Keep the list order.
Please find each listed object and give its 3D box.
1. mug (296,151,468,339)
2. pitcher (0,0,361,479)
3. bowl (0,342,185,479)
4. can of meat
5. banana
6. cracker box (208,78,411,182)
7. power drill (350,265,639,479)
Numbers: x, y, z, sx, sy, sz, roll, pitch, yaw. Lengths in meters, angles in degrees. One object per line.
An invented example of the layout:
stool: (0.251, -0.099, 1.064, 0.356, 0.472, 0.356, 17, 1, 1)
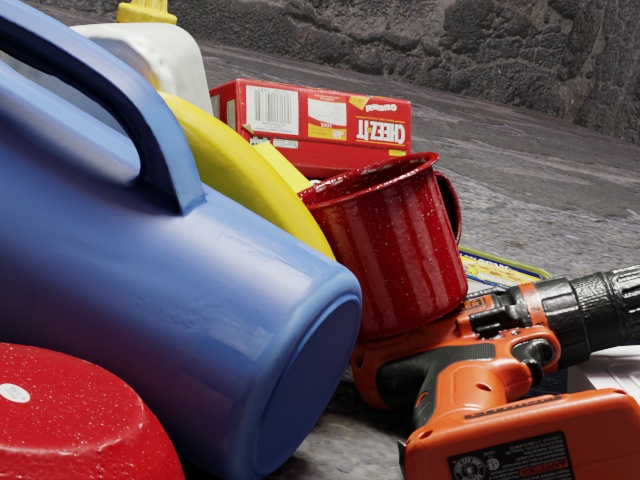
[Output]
mug: (0.041, 0.000, 0.605, 0.093, 0.081, 0.117, -9, 15, 45)
pitcher: (-0.104, 0.003, 0.500, 0.243, 0.145, 0.149, 27, -12, 18)
bowl: (-0.115, 0.080, 0.392, 0.162, 0.055, 0.162, 14, 13, -3)
can of meat: (0.121, 0.047, 0.778, 0.102, 0.057, 0.084, 17, 15, 6)
banana: (-0.037, -0.004, 0.550, 0.070, 0.198, 0.037, -28, 6, 23)
cracker box: (-0.048, -0.080, 0.921, 0.163, 0.072, 0.214, 2, -4, -32)
power drill: (0.106, 0.071, 0.532, 0.184, 0.057, 0.187, -17, 13, 6)
